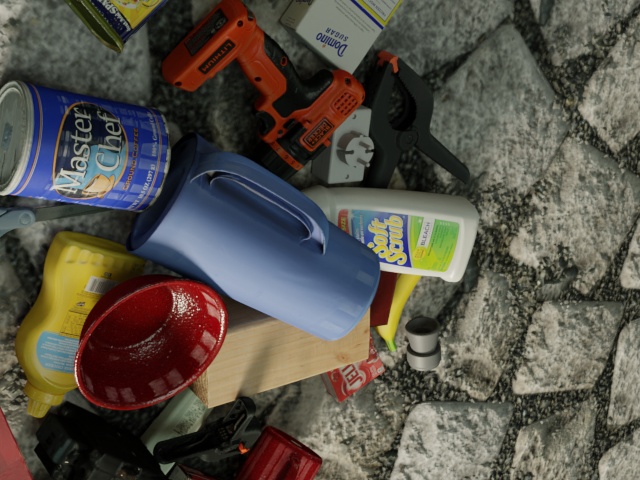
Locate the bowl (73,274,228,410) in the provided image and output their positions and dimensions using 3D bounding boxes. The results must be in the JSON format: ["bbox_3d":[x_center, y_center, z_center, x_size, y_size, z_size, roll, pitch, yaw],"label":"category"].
[{"bbox_3d":[-0.174,0.088,1.047,0.161,0.055,0.162,-21,136,-22],"label":"bowl"}]

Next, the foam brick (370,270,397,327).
[{"bbox_3d":[0.052,0.059,1.267,0.051,0.053,0.078,-3,112,-33],"label":"foam brick"}]

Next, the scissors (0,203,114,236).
[{"bbox_3d":[-0.297,-0.005,1.026,0.201,0.016,0.096,8,108,-36],"label":"scissors"}]

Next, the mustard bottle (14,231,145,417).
[{"bbox_3d":[-0.252,0.090,1.072,0.096,0.058,0.192,15,101,-43],"label":"mustard bottle"}]

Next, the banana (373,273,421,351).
[{"bbox_3d":[0.114,0.042,1.315,0.198,0.037,0.069,-59,146,4],"label":"banana"}]

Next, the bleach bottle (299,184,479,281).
[{"bbox_3d":[0.051,-0.009,1.199,0.250,0.068,0.103,3,116,-25],"label":"bleach bottle"}]

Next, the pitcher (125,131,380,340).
[{"bbox_3d":[-0.057,0.001,1.064,0.242,0.149,0.145,29,99,-21],"label":"pitcher"}]

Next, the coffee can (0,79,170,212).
[{"bbox_3d":[-0.224,-0.084,0.983,0.140,0.103,0.103,7,106,-36],"label":"coffee can"}]

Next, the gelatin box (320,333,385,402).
[{"bbox_3d":[0.033,0.144,1.308,0.073,0.030,0.089,-33,125,-17],"label":"gelatin box"}]

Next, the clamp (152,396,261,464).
[{"bbox_3d":[-0.102,0.212,1.187,0.120,0.039,0.171,-26,165,12],"label":"clamp"}]

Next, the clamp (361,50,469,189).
[{"bbox_3d":[0.085,-0.113,1.222,0.164,0.036,0.210,-33,127,-16],"label":"clamp"}]

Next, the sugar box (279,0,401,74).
[{"bbox_3d":[0.042,-0.270,1.116,0.093,0.048,0.176,35,93,-39],"label":"sugar box"}]

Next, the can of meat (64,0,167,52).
[{"bbox_3d":[-0.189,-0.237,0.967,0.084,0.058,0.102,-47,129,-10],"label":"can of meat"}]

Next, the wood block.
[{"bbox_3d":[-0.054,0.102,1.191,0.205,0.091,0.090,-14,118,-29],"label":"wood block"}]

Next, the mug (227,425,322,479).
[{"bbox_3d":[-0.049,0.275,1.263,0.093,0.117,0.081,32,86,-7],"label":"mug"}]

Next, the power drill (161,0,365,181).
[{"bbox_3d":[-0.070,-0.139,1.084,0.184,0.057,0.187,-45,129,8],"label":"power drill"}]
